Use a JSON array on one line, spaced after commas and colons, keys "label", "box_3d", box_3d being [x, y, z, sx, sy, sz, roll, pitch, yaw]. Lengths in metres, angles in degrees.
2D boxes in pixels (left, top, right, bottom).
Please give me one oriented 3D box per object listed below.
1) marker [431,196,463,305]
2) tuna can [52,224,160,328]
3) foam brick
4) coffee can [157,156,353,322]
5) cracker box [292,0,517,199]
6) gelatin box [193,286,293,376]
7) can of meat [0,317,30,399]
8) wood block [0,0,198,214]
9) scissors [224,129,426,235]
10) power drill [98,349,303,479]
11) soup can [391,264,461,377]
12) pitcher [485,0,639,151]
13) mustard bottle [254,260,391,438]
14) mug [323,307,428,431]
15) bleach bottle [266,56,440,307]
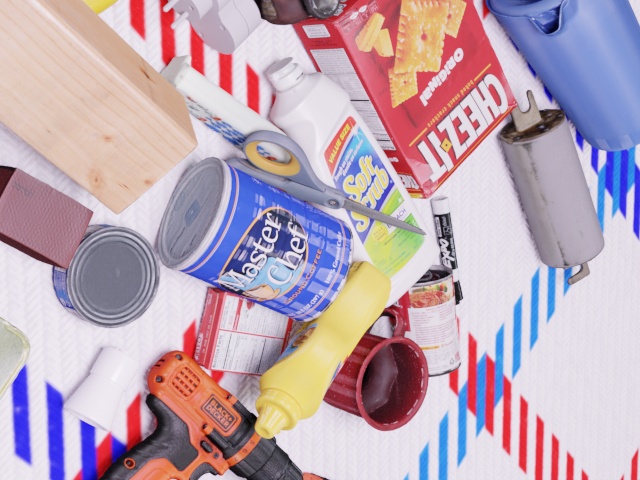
[{"label": "marker", "box_3d": [0.137, 0.012, 1.151, 0.020, 0.020, 0.121, -21, 109, -34]}, {"label": "tuna can", "box_3d": [-0.180, 0.029, 0.898, 0.085, 0.034, 0.086, -6, 99, -37]}, {"label": "foam brick", "box_3d": [-0.230, -0.019, 0.842, 0.078, 0.051, 0.053, 34, 74, -36]}, {"label": "coffee can", "box_3d": [-0.056, 0.001, 0.937, 0.140, 0.103, 0.103, 25, 80, -31]}, {"label": "cracker box", "box_3d": [0.092, -0.173, 1.057, 0.164, 0.072, 0.213, -45, 121, -24]}, {"label": "gelatin box", "box_3d": [-0.071, 0.087, 0.993, 0.089, 0.030, 0.073, 13, 89, -40]}, {"label": "can of meat", "box_3d": [-0.274, 0.097, 0.803, 0.057, 0.084, 0.102, 41, 72, -34]}, {"label": "wood block", "box_3d": [-0.198, -0.128, 0.805, 0.090, 0.091, 0.206, -39, 126, 12]}, {"label": "scissors", "box_3d": [0.008, -0.051, 0.959, 0.201, 0.096, 0.016, 11, 53, -3]}, {"label": "power drill", "box_3d": [-0.122, 0.219, 0.936, 0.184, 0.057, 0.187, 46, 66, -13]}, {"label": "soup can", "box_3d": [0.109, 0.083, 1.108, 0.068, 0.069, 0.102, -18, 107, -35]}, {"label": "pitcher", "box_3d": [0.295, -0.221, 1.183, 0.149, 0.145, 0.242, -49, 126, -8]}, {"label": "mustard bottle", "box_3d": [-0.005, 0.105, 0.971, 0.058, 0.096, 0.191, 40, 49, -2]}, {"label": "mug", "box_3d": [0.050, 0.122, 1.058, 0.093, 0.082, 0.117, 21, 83, -38]}, {"label": "bleach bottle", "box_3d": [0.018, -0.059, 1.024, 0.102, 0.068, 0.250, -43, 117, -21]}]
